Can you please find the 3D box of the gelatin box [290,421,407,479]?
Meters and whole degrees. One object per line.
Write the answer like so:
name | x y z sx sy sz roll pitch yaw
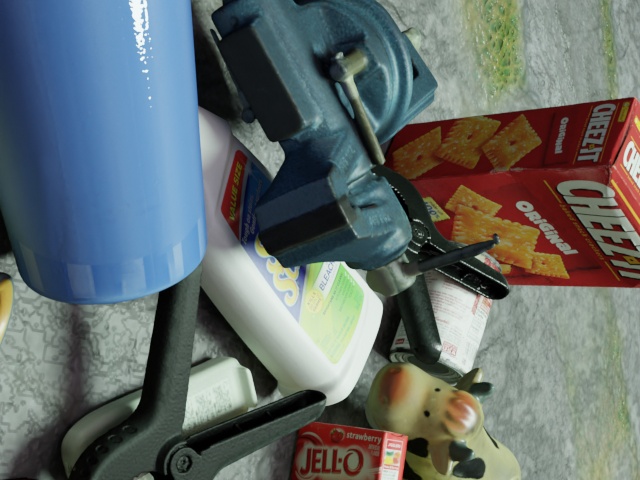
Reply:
gelatin box | 0.017 0.172 0.776 0.030 0.089 0.073 19 76 -43

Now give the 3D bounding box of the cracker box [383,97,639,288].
cracker box | 0.177 -0.028 0.854 0.164 0.214 0.072 44 60 -37

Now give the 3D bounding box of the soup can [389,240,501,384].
soup can | 0.103 0.060 0.883 0.068 0.069 0.102 38 63 -40

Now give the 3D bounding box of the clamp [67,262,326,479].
clamp | -0.085 0.133 0.661 0.164 0.036 0.210 43 69 -36

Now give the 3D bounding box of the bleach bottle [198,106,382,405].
bleach bottle | -0.055 0.001 0.720 0.250 0.068 0.102 50 50 -32

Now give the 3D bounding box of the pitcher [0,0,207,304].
pitcher | -0.129 -0.098 0.570 0.149 0.145 0.243 -50 141 -56

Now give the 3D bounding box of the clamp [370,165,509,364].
clamp | 0.063 0.010 0.812 0.171 0.039 0.120 45 41 -1
